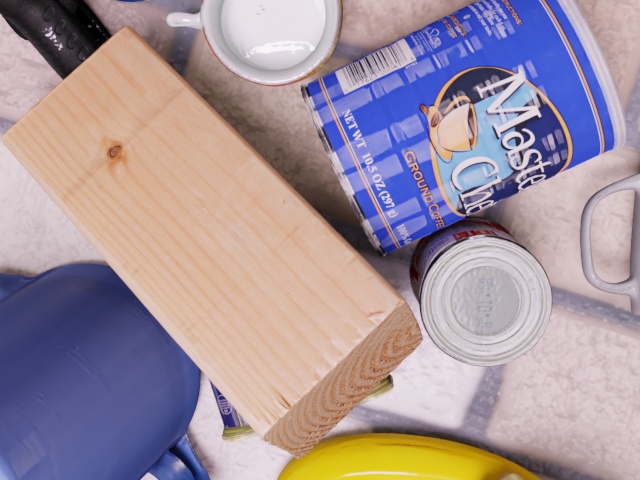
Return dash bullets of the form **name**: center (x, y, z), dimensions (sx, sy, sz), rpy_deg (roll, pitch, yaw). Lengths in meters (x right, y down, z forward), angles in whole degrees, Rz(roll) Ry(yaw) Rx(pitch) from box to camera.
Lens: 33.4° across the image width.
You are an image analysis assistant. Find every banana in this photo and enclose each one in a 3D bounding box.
- **banana**: center (0.058, 0.146, 0.626), dimensions (0.198, 0.037, 0.070), rpy_deg (1, 114, 4)

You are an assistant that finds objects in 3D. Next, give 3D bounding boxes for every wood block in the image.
- **wood block**: center (-0.053, 0.000, 0.541), dimensions (0.091, 0.090, 0.206), rpy_deg (-43, 70, -4)

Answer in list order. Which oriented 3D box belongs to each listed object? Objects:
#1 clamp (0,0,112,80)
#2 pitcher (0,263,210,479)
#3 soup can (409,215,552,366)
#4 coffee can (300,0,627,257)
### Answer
- **clamp**: center (-0.148, -0.122, 0.550), dimensions (0.039, 0.120, 0.171), rpy_deg (-32, 128, 14)
- **pitcher**: center (-0.142, 0.103, 0.525), dimensions (0.149, 0.242, 0.145), rpy_deg (2, 100, 7)
- **soup can**: center (0.084, 0.024, 0.574), dimensions (0.068, 0.102, 0.068), rpy_deg (0, 96, 3)
- **coffee can**: center (0.074, -0.066, 0.563), dimensions (0.140, 0.103, 0.103), rpy_deg (-25, 95, 6)
